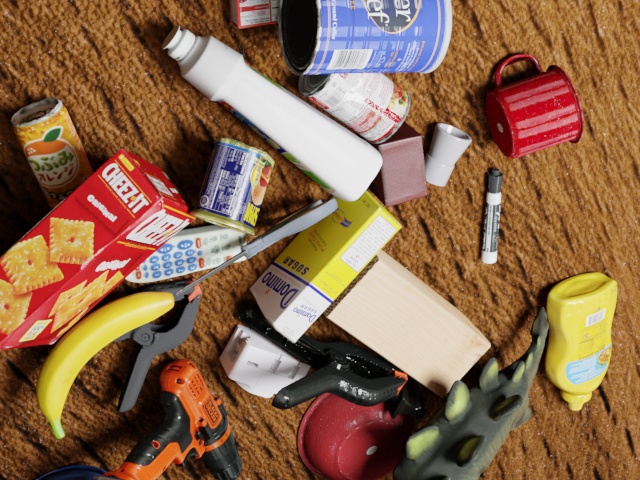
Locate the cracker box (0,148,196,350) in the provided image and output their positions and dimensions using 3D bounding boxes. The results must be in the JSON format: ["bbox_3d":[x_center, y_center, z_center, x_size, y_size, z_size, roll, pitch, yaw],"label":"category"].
[{"bbox_3d":[-0.232,0.015,1.049,0.214,0.164,0.072,-41,84,2],"label":"cracker box"}]

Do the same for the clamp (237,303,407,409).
[{"bbox_3d":[0.011,0.150,1.205,0.209,0.164,0.036,20,117,-24],"label":"clamp"}]

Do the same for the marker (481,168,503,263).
[{"bbox_3d":[0.207,-0.030,1.284,0.020,0.020,0.121,-9,118,-17],"label":"marker"}]

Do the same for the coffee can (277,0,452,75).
[{"bbox_3d":[0.042,-0.213,1.037,0.140,0.103,0.103,-5,117,-22],"label":"coffee can"}]

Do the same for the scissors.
[{"bbox_3d":[-0.057,0.001,1.126,0.201,0.096,0.016,-35,99,-38],"label":"scissors"}]

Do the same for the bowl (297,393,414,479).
[{"bbox_3d":[0.055,0.251,1.344,0.162,0.055,0.162,-9,117,-17],"label":"bowl"}]

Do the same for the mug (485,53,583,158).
[{"bbox_3d":[0.234,-0.152,1.200,0.081,0.093,0.117,-19,89,-6],"label":"mug"}]

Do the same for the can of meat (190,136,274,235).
[{"bbox_3d":[-0.088,-0.055,1.101,0.057,0.102,0.084,17,88,7],"label":"can of meat"}]

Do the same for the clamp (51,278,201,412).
[{"bbox_3d":[-0.196,0.112,1.186,0.171,0.039,0.120,-31,120,-1],"label":"clamp"}]

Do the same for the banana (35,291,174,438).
[{"bbox_3d":[-0.243,0.117,1.139,0.069,0.037,0.198,40,91,-27],"label":"banana"}]

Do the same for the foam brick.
[{"bbox_3d":[0.082,-0.087,1.188,0.051,0.053,0.078,-17,121,-13],"label":"foam brick"}]

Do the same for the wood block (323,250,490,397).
[{"bbox_3d":[0.090,0.086,1.255,0.205,0.090,0.091,37,98,-32],"label":"wood block"}]

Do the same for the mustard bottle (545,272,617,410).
[{"bbox_3d":[0.338,0.141,1.395,0.096,0.058,0.192,-20,122,-27],"label":"mustard bottle"}]

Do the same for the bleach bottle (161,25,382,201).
[{"bbox_3d":[-0.055,-0.136,1.095,0.250,0.103,0.068,34,92,-25],"label":"bleach bottle"}]

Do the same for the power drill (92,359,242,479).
[{"bbox_3d":[-0.166,0.256,1.205,0.187,0.057,0.184,-56,134,-43],"label":"power drill"}]

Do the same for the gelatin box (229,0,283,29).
[{"bbox_3d":[-0.054,-0.260,1.062,0.073,0.030,0.089,-12,118,-17],"label":"gelatin box"}]

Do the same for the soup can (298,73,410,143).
[{"bbox_3d":[0.035,-0.156,1.126,0.102,0.068,0.068,31,101,-30],"label":"soup can"}]

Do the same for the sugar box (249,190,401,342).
[{"bbox_3d":[0.002,0.020,1.186,0.176,0.093,0.048,-46,121,5],"label":"sugar box"}]
